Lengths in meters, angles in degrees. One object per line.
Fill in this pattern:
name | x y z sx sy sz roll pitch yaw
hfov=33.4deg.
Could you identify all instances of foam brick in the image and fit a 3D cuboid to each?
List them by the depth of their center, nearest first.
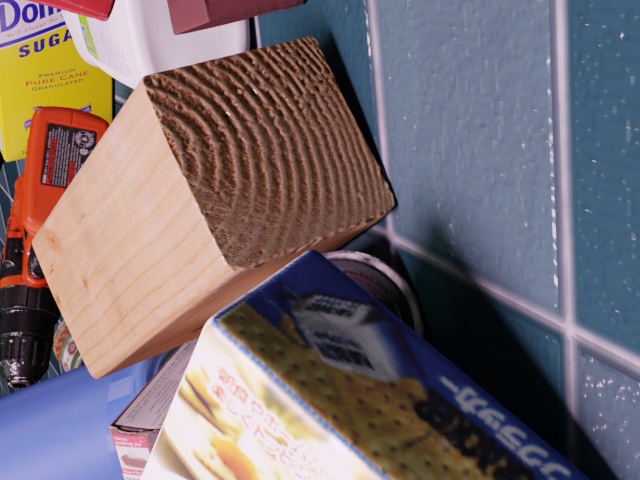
foam brick | -0.046 -0.141 0.502 0.053 0.051 0.078 12 115 64

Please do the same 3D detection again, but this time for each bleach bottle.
bleach bottle | -0.117 -0.148 0.648 0.251 0.068 0.102 -148 49 -62

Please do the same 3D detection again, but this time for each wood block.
wood block | -0.065 -0.007 0.531 0.206 0.090 0.090 -36 78 57

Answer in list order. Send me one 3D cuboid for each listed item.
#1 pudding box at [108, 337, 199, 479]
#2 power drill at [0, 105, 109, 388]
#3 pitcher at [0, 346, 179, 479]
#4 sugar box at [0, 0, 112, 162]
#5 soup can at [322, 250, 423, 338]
pudding box | -0.073 0.116 0.624 0.113 0.039 0.090 -54 -43 -60
power drill | -0.206 0.001 0.797 0.188 0.057 0.184 134 138 -56
pitcher | -0.166 0.162 0.759 0.243 0.149 0.145 -25 64 30
sugar box | -0.208 -0.145 0.815 0.048 0.093 0.176 58 152 33
soup can | -0.003 0.050 0.501 0.068 0.068 0.102 71 157 9
